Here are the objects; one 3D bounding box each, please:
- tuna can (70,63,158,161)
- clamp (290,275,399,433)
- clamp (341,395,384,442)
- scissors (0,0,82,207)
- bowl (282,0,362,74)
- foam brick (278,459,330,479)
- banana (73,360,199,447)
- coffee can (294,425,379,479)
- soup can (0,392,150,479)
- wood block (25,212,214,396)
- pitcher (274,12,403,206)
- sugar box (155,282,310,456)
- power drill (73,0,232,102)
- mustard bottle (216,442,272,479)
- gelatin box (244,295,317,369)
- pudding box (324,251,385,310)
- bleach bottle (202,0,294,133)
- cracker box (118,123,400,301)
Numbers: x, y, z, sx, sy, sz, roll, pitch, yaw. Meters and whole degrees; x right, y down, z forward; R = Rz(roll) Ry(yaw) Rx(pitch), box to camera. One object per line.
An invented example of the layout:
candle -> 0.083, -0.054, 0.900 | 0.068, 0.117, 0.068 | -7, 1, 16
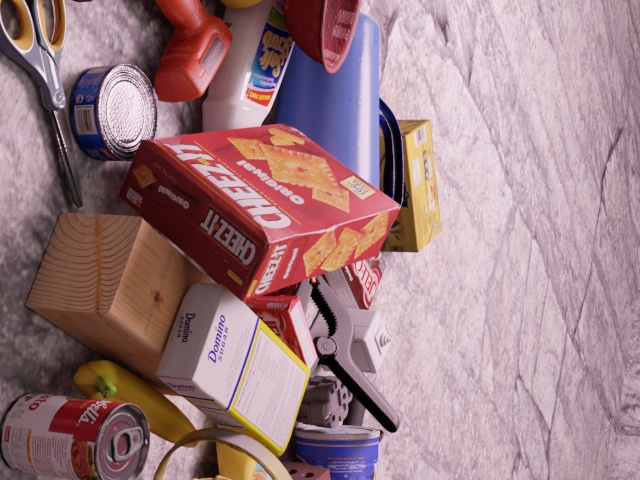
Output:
tuna can -> -0.182, -0.113, 0.946 | 0.086, 0.034, 0.086 | -6, 97, -62
clamp -> 0.011, 0.135, 1.248 | 0.164, 0.036, 0.210 | 9, 60, -22
clamp -> 0.035, 0.267, 1.384 | 0.171, 0.039, 0.120 | -55, 137, -47
scissors -> -0.231, -0.124, 0.869 | 0.096, 0.016, 0.202 | -14, 102, -64
bowl -> 0.001, -0.256, 1.100 | 0.162, 0.055, 0.162 | 13, 90, -78
foam brick -> -0.033, 0.286, 1.212 | 0.052, 0.078, 0.051 | -19, 110, -61
banana -> -0.170, 0.145, 0.956 | 0.037, 0.070, 0.197 | -44, 152, -2
coffee can -> 0.019, 0.297, 1.278 | 0.102, 0.103, 0.140 | 8, 82, -62
soup can -> -0.198, 0.160, 0.858 | 0.068, 0.102, 0.068 | -6, 97, -62
wood block -> -0.153, 0.064, 0.954 | 0.206, 0.090, 0.090 | 50, 50, -52
pitcher -> 0.017, -0.135, 1.225 | 0.149, 0.145, 0.243 | 38, 54, -72
sugar box -> -0.075, 0.119, 0.962 | 0.176, 0.048, 0.093 | 50, 50, -47
power drill -> -0.153, -0.219, 0.965 | 0.187, 0.057, 0.184 | 66, 34, -40
mustard bottle -> -0.078, 0.258, 1.142 | 0.096, 0.058, 0.191 | -35, 123, -71
gelatin box -> -0.050, 0.102, 1.172 | 0.030, 0.073, 0.089 | -55, 138, -47
pudding box -> 0.043, 0.032, 1.385 | 0.113, 0.039, 0.090 | 63, 39, -43
bleach bottle -> -0.073, -0.185, 1.126 | 0.102, 0.068, 0.251 | 41, 59, -62
cracker box -> -0.050, -0.037, 0.990 | 0.213, 0.164, 0.072 | -15, 137, -54
